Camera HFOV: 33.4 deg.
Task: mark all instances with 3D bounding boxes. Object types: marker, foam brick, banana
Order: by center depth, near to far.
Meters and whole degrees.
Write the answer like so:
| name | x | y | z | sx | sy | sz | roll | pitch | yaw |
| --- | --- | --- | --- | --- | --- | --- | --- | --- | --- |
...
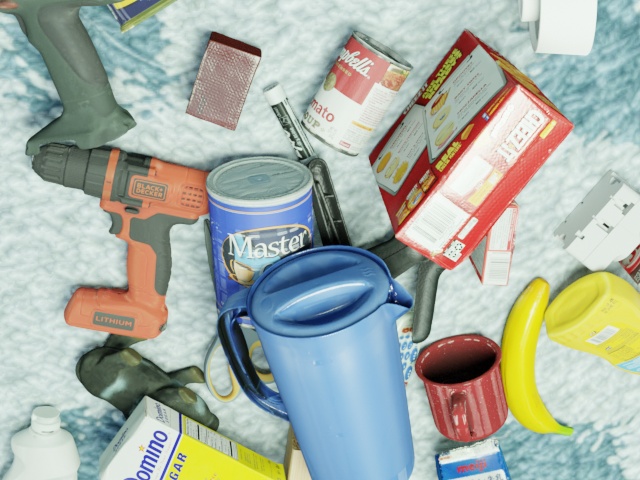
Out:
| name | x | y | z | sx | sy | sz | roll | pitch | yaw |
| --- | --- | --- | --- | --- | --- | --- | --- | --- | --- |
| foam brick | -0.093 | -0.154 | 1.026 | 0.053 | 0.051 | 0.078 | 19 | 109 | -9 |
| marker | -0.022 | -0.100 | 1.067 | 0.020 | 0.020 | 0.121 | -26 | 110 | 8 |
| banana | 0.228 | 0.136 | 1.164 | 0.069 | 0.037 | 0.198 | -20 | 114 | -15 |

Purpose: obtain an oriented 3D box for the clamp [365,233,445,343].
| name | x | y | z | sx | sy | sz | roll | pitch | yaw |
| --- | --- | --- | --- | --- | --- | --- | --- | --- | --- |
| clamp | 0.094 | 0.006 | 1.096 | 0.120 | 0.039 | 0.171 | 30 | 96 | 11 |

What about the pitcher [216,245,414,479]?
| name | x | y | z | sx | sy | sz | roll | pitch | yaw |
| --- | --- | --- | --- | --- | --- | --- | --- | --- | --- |
| pitcher | 0.010 | 0.135 | 1.018 | 0.144 | 0.149 | 0.243 | -29 | 127 | -22 |

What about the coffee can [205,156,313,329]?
| name | x | y | z | sx | sy | sz | roll | pitch | yaw |
| --- | --- | --- | --- | --- | --- | --- | --- | --- | --- |
| coffee can | -0.057 | 0.001 | 1.051 | 0.103 | 0.103 | 0.140 | -2 | 118 | -2 |

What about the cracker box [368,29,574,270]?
| name | x | y | z | sx | sy | sz | roll | pitch | yaw |
| --- | --- | --- | --- | --- | --- | --- | --- | --- | --- |
| cracker box | 0.128 | -0.088 | 0.974 | 0.072 | 0.213 | 0.164 | 33 | 107 | -16 |

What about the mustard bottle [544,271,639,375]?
| name | x | y | z | sx | sy | sz | roll | pitch | yaw |
| --- | --- | --- | --- | --- | --- | --- | --- | --- | --- |
| mustard bottle | 0.337 | 0.100 | 1.127 | 0.191 | 0.058 | 0.096 | 24 | 133 | -24 |

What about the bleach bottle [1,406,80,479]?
| name | x | y | z | sx | sy | sz | roll | pitch | yaw |
| --- | --- | --- | --- | --- | --- | --- | --- | --- | --- |
| bleach bottle | -0.326 | 0.301 | 1.192 | 0.102 | 0.068 | 0.251 | 8 | 109 | -6 |

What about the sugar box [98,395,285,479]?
| name | x | y | z | sx | sy | sz | roll | pitch | yaw |
| --- | --- | --- | --- | --- | --- | --- | --- | --- | --- |
| sugar box | -0.132 | 0.242 | 1.111 | 0.176 | 0.048 | 0.093 | 30 | 107 | -23 |

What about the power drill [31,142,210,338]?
| name | x | y | z | sx | sy | sz | roll | pitch | yaw |
| --- | --- | --- | --- | --- | --- | --- | --- | --- | --- |
| power drill | -0.208 | -0.001 | 1.078 | 0.184 | 0.057 | 0.188 | 12 | 111 | -7 |

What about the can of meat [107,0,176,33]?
| name | x | y | z | sx | sy | sz | roll | pitch | yaw |
| --- | --- | --- | --- | --- | --- | --- | --- | --- | --- |
| can of meat | -0.162 | -0.254 | 0.982 | 0.102 | 0.057 | 0.084 | -29 | 108 | 9 |

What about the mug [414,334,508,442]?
| name | x | y | z | sx | sy | sz | roll | pitch | yaw |
| --- | --- | --- | --- | --- | --- | --- | --- | --- | --- |
| mug | 0.153 | 0.165 | 1.130 | 0.093 | 0.117 | 0.081 | -10 | 117 | 12 |

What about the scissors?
| name | x | y | z | sx | sy | sz | roll | pitch | yaw |
| --- | --- | --- | --- | --- | --- | --- | --- | --- | --- |
| scissors | -0.082 | 0.077 | 1.136 | 0.096 | 0.016 | 0.202 | 1 | 103 | -16 |

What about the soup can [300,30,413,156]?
| name | x | y | z | sx | sy | sz | roll | pitch | yaw |
| --- | --- | --- | --- | --- | --- | --- | --- | --- | --- |
| soup can | 0.034 | -0.141 | 1.028 | 0.068 | 0.068 | 0.102 | 28 | 108 | -13 |

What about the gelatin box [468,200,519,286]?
| name | x | y | z | sx | sy | sz | roll | pitch | yaw |
| --- | --- | --- | --- | --- | --- | --- | --- | --- | --- |
| gelatin box | 0.175 | -0.008 | 1.083 | 0.030 | 0.073 | 0.089 | 3 | 110 | -5 |

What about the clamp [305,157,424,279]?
| name | x | y | z | sx | sy | sz | roll | pitch | yaw |
| --- | --- | --- | --- | --- | --- | --- | --- | --- | --- |
| clamp | 0.025 | 0.030 | 1.068 | 0.036 | 0.165 | 0.210 | -21 | 142 | -33 |
